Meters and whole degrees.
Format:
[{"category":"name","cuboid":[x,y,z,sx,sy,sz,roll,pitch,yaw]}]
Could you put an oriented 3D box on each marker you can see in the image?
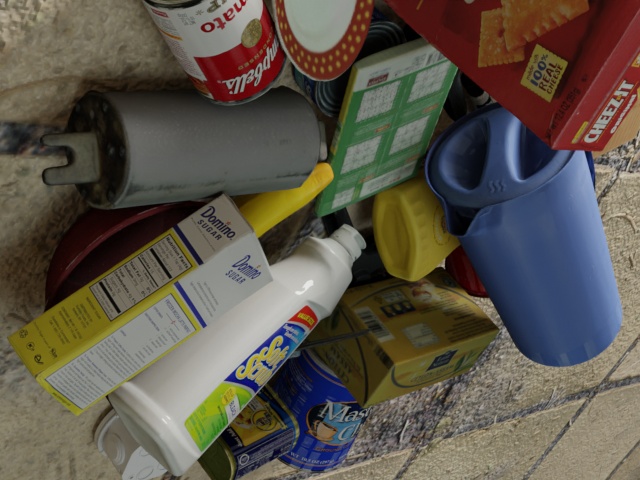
[{"category":"marker","cuboid":[0.152,-0.124,0.990,0.020,0.020,0.121,-43,150,1]}]

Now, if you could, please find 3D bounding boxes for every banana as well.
[{"category":"banana","cuboid":[-0.070,0.002,0.866,0.069,0.037,0.198,6,133,-48]}]

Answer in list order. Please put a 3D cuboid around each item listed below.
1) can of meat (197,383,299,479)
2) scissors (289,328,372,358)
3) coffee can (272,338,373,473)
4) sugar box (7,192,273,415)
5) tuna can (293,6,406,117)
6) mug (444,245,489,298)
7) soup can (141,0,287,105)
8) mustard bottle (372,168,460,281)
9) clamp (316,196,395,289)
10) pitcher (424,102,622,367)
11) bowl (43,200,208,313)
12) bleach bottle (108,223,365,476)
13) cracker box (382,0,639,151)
[{"category":"can of meat","cuboid":[-0.082,0.174,1.020,0.083,0.102,0.057,-22,146,-34]},{"category":"scissors","cuboid":[-0.027,0.098,0.973,0.202,0.016,0.096,-16,177,24]},{"category":"coffee can","cuboid":[0.006,0.153,1.091,0.102,0.103,0.140,-11,137,-42]},{"category":"sugar box","cuboid":[-0.121,0.046,0.748,0.176,0.048,0.093,-36,158,-10]},{"category":"tuna can","cuboid":[0.022,-0.138,0.809,0.086,0.034,0.086,-29,147,-21]},{"category":"mug","cuboid":[0.176,0.005,1.091,0.093,0.117,0.081,-49,147,-15]},{"category":"soup can","cuboid":[-0.067,-0.141,0.670,0.068,0.069,0.102,-39,149,-6]},{"category":"mustard bottle","cuboid":[0.132,-0.042,1.016,0.191,0.058,0.096,-30,121,-37]},{"category":"clamp","cuboid":[0.027,0.025,1.020,0.209,0.036,0.165,-2,128,-49]},{"category":"pitcher","cuboid":[0.199,-0.006,0.960,0.149,0.145,0.242,-23,129,8]},{"category":"bowl","cuboid":[-0.143,0.018,0.795,0.162,0.055,0.162,-29,148,-21]},{"category":"bleach bottle","cuboid":[-0.055,0.074,0.878,0.250,0.068,0.102,-45,152,-20]},{"category":"cracker box","cuboid":[0.141,-0.186,0.708,0.071,0.214,0.164,-3,132,-45]}]
